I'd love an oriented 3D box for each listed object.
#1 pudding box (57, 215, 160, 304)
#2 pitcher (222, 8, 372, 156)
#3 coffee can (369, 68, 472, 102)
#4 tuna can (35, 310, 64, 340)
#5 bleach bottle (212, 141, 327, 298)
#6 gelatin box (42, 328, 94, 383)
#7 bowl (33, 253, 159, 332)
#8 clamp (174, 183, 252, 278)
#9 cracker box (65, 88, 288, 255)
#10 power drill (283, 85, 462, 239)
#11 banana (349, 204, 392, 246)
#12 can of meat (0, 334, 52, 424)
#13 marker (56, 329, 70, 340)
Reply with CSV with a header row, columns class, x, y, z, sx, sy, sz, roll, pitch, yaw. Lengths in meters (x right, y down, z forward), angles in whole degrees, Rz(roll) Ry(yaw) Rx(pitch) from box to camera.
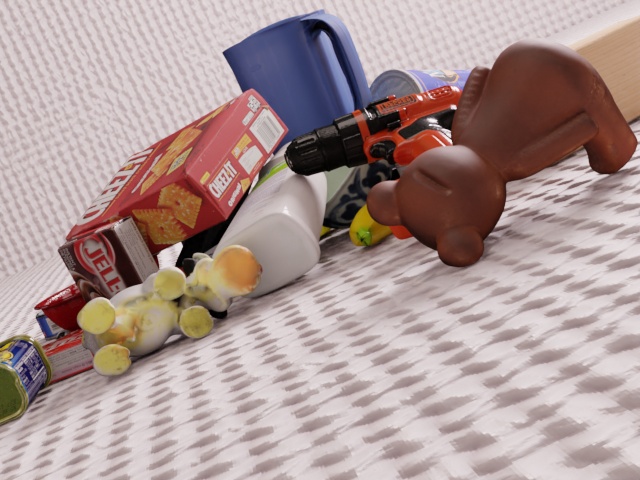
class,x,y,z,sx,sy,sz,roll,pitch,yaw
pudding box,-0.209,0.039,1.103,0.090,0.113,0.039,-18,16,38
pitcher,-0.006,-0.148,1.280,0.145,0.243,0.149,-23,8,2
coffee can,0.140,-0.162,1.327,0.140,0.103,0.103,-8,-4,-40
tuna can,-0.316,0.092,1.352,0.086,0.034,0.086,-23,8,3
bleach bottle,-0.032,-0.043,1.072,0.103,0.068,0.250,-29,20,24
gelatin box,-0.244,0.111,1.038,0.089,0.030,0.073,-22,8,12
bowl,-0.249,0.067,1.248,0.162,0.055,0.162,-23,8,3
clamp,-0.105,-0.029,1.225,0.036,0.164,0.209,13,32,20
cracker box,-0.156,-0.062,1.149,0.214,0.072,0.164,-22,27,40
power drill,0.069,-0.073,0.967,0.184,0.057,0.188,-20,33,-3
banana,0.093,-0.035,1.018,0.197,0.037,0.070,-30,28,-31
can of meat,-0.300,0.134,0.952,0.102,0.057,0.084,-24,11,4
marker,-0.277,0.114,1.152,0.020,0.020,0.121,-25,8,-10
